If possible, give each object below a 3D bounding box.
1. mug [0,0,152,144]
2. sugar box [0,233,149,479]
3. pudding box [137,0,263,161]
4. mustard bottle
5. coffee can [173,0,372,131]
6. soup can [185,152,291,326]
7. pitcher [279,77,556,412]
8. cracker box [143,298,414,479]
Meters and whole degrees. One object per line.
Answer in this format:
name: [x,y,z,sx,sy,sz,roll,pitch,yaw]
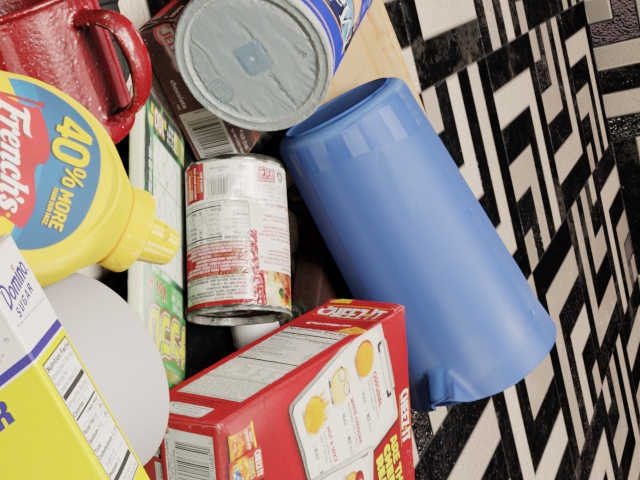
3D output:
mug: [-0.133,-0.085,0.537,0.093,0.117,0.081,-51,133,-50]
sugar box: [-0.128,0.095,0.439,0.176,0.093,0.048,62,11,-17]
pudding box: [-0.077,-0.120,0.759,0.113,0.039,0.090,68,28,-26]
mustard bottle: [-0.146,-0.031,0.466,0.191,0.058,0.096,26,56,-31]
coffee can: [-0.026,-0.152,0.712,0.140,0.103,0.103,-67,140,-50]
soup can: [-0.055,0.001,0.697,0.068,0.069,0.102,22,63,-62]
pitcher: [0.074,-0.003,0.830,0.243,0.145,0.149,60,-10,-14]
cracker box: [-0.020,0.146,0.685,0.213,0.072,0.164,-26,116,-54]
